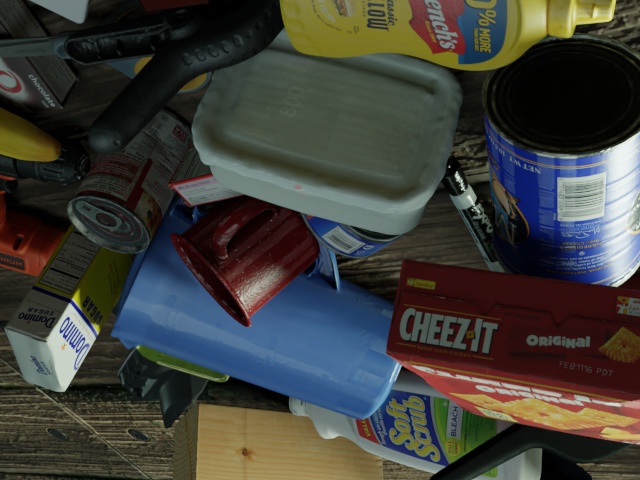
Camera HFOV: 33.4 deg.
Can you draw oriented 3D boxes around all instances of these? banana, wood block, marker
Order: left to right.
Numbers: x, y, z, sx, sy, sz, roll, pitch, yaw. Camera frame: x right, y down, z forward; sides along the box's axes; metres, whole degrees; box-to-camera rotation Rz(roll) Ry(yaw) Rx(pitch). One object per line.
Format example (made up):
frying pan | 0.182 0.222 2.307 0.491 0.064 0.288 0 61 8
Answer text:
banana | -0.291 -0.114 0.813 0.197 0.037 0.070 37 157 -20
wood block | -0.045 0.236 1.137 0.205 0.091 0.090 10 150 -20
marker | 0.117 -0.018 0.810 0.020 0.020 0.121 -3 139 33

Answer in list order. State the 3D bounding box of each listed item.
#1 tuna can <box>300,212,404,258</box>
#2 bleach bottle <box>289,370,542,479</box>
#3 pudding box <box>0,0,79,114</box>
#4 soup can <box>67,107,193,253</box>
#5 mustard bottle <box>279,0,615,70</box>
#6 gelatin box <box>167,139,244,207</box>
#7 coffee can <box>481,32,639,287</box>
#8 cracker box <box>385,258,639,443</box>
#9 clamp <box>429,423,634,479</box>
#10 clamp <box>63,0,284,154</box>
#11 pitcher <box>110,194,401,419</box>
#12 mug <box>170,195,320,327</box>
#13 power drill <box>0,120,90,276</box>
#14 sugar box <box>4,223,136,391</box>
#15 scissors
tuna can | 0.027 -0.032 0.781 0.086 0.086 0.034 35 143 -19
bleach bottle | 0.085 0.178 1.037 0.251 0.102 0.068 3 -175 28
pudding box | -0.253 -0.148 0.819 0.090 0.039 0.113 -2 140 31
soup can | -0.146 -0.050 0.839 0.068 0.102 0.068 15 146 10
mustard bottle | 0.072 -0.146 0.619 0.192 0.058 0.096 9 133 17
gelatin box | -0.063 -0.066 0.795 0.089 0.073 0.030 -11 135 40
coffee can | 0.157 -0.044 0.674 0.103 0.102 0.140 9 144 19
cracker box | 0.154 0.082 0.721 0.164 0.072 0.213 7 166 23
clamp | 0.194 0.135 0.927 0.210 0.036 0.164 -4 97 8
clamp | -0.085 -0.121 0.679 0.171 0.120 0.039 -23 143 11
pitcher | -0.046 0.056 0.924 0.242 0.145 0.149 23 160 -8
mug | -0.055 0.001 0.810 0.093 0.081 0.117 45 165 18
power drill | -0.279 -0.045 0.966 0.184 0.057 0.188 17 144 14
sugar box | -0.204 0.035 0.925 0.048 0.176 0.093 16 146 8
scissors | -0.167 -0.131 0.778 0.202 0.016 0.096 -11 139 22
